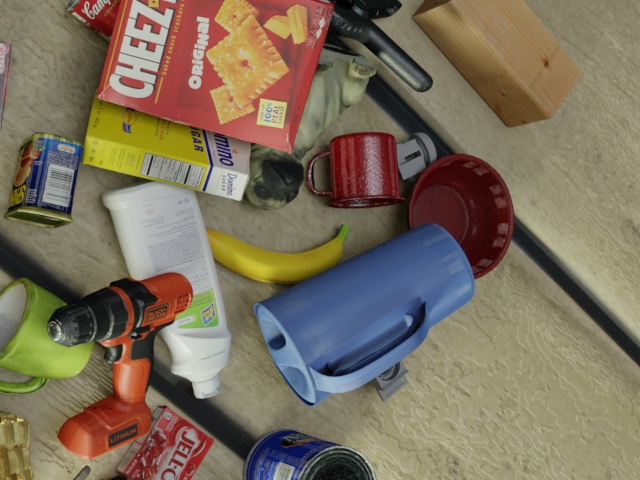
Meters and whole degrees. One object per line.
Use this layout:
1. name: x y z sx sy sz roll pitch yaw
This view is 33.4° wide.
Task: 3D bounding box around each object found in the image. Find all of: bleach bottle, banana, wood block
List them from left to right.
1. bleach bottle: -0.163 0.056 1.191 0.102 0.068 0.251 -17 99 -23
2. banana: -0.051 0.019 1.266 0.197 0.037 0.069 -2 70 -29
3. wood block: 0.231 -0.255 1.388 0.206 0.090 0.090 45 69 -19

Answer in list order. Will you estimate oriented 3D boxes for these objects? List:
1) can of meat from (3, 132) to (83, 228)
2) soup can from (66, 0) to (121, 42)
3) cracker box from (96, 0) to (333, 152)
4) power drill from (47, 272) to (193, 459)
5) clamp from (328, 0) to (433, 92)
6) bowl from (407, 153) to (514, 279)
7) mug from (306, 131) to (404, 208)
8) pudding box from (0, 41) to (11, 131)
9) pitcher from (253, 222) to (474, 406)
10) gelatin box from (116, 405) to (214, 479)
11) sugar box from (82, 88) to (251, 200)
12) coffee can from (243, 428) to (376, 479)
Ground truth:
1. can of meat: -0.286 -0.061 1.108 0.057 0.102 0.084 13 81 -26
2. soup can: -0.217 -0.247 1.168 0.102 0.069 0.068 37 73 -22
3. cracker box: -0.110 -0.201 1.119 0.213 0.072 0.164 15 104 -10
4. power drill: -0.216 0.129 1.096 0.184 0.057 0.188 -16 130 -52
5. clamp: 0.039 -0.271 1.267 0.209 0.036 0.164 25 36 -29
6. bowl: 0.168 -0.028 1.368 0.161 0.055 0.162 1 88 -27
7. mug: 0.041 -0.084 1.294 0.117 0.093 0.081 -4 85 7
8. pudding box: -0.339 -0.148 1.075 0.039 0.114 0.090 9 84 -24
9. pitcher: 0.059 0.082 1.224 0.242 0.145 0.149 -28 74 -17
10. gelatin box: -0.173 0.241 1.197 0.073 0.030 0.089 40 72 -21
11. sugar box: -0.164 -0.105 1.156 0.176 0.048 0.093 10 40 -12
12. coffee can: -0.014 0.275 1.217 0.102 0.141 0.103 1 88 -28
